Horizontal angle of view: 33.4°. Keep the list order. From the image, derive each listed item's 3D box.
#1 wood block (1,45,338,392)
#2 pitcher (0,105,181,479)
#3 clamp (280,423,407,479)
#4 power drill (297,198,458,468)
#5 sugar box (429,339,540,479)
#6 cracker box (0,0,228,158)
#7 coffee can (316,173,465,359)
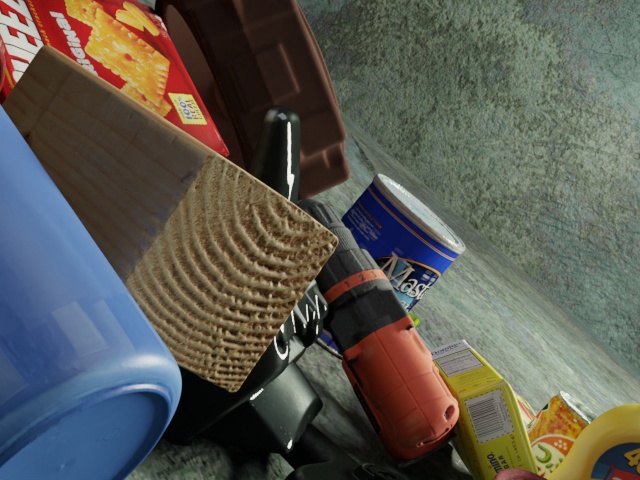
[{"bbox_3d":[-0.097,-0.020,0.550,0.090,0.091,0.206,34,1,-41],"label":"wood block"},{"bbox_3d":[-0.163,-0.007,0.412,0.243,0.145,0.149,48,17,22],"label":"pitcher"},{"bbox_3d":[0.039,0.145,0.576,0.164,0.036,0.210,19,3,0],"label":"clamp"},{"bbox_3d":[0.037,0.075,0.749,0.184,0.057,0.187,61,-1,25],"label":"power drill"},{"bbox_3d":[0.125,0.142,0.857,0.176,0.048,0.093,-147,-140,-84],"label":"sugar box"},{"bbox_3d":[-0.185,-0.123,0.790,0.213,0.072,0.164,8,48,-55],"label":"cracker box"},{"bbox_3d":[0.045,0.026,0.953,0.102,0.140,0.103,38,11,-9],"label":"coffee can"}]
